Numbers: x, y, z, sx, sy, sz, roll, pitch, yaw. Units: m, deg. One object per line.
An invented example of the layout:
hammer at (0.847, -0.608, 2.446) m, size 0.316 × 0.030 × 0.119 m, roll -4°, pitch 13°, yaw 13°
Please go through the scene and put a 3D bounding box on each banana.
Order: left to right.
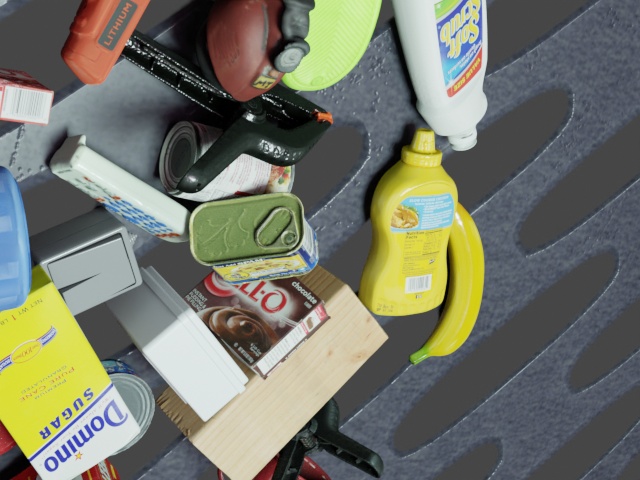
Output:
banana at (0.150, 0.050, 1.179) m, size 0.069 × 0.037 × 0.198 m, roll -3°, pitch 112°, yaw -34°

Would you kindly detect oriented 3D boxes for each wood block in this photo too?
wood block at (-0.047, 0.125, 1.045) m, size 0.206 × 0.091 × 0.090 m, roll -45°, pitch 128°, yaw -9°

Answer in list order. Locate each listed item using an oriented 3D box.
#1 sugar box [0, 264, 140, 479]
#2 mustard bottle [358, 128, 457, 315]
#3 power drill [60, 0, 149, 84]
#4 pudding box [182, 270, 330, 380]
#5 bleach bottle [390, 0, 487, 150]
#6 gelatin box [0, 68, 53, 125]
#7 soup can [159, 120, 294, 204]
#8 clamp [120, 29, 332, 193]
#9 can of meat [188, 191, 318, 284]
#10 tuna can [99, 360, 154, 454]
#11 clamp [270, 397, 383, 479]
sugar box at (-0.225, 0.116, 0.876) m, size 0.093 × 0.048 × 0.176 m, roll -32°, pitch 123°, yaw -14°
mustard bottle at (0.094, -0.021, 1.097) m, size 0.096 × 0.058 × 0.192 m, roll -6°, pitch 114°, yaw -30°
power drill at (-0.231, -0.193, 0.801) m, size 0.187 × 0.057 × 0.184 m, roll 30°, pitch 92°, yaw -39°
pudding box at (-0.060, 0.063, 0.995) m, size 0.090 × 0.114 × 0.039 m, roll -43°, pitch 148°, yaw -11°
bleach bottle at (0.124, -0.203, 1.035) m, size 0.102 × 0.068 × 0.251 m, roll -37°, pitch 130°, yaw -25°
gelatin box at (-0.257, -0.115, 0.808) m, size 0.089 × 0.073 × 0.030 m, roll 5°, pitch 106°, yaw -35°
soup can at (-0.084, -0.064, 0.952) m, size 0.102 × 0.069 × 0.068 m, roll 11°, pitch 104°, yaw -36°
clamp at (-0.068, -0.098, 0.908) m, size 0.209 × 0.164 × 0.036 m, roll 8°, pitch 140°, yaw -41°
can of meat at (-0.056, 0.001, 0.951) m, size 0.102 × 0.057 × 0.084 m, roll -8°, pitch 162°, yaw 9°
tuna can at (-0.200, 0.155, 0.992) m, size 0.086 × 0.034 × 0.086 m, roll -14°, pitch 118°, yaw -29°
clamp at (-0.021, 0.202, 1.054) m, size 0.120 × 0.172 × 0.039 m, roll -24°, pitch 122°, yaw -10°
